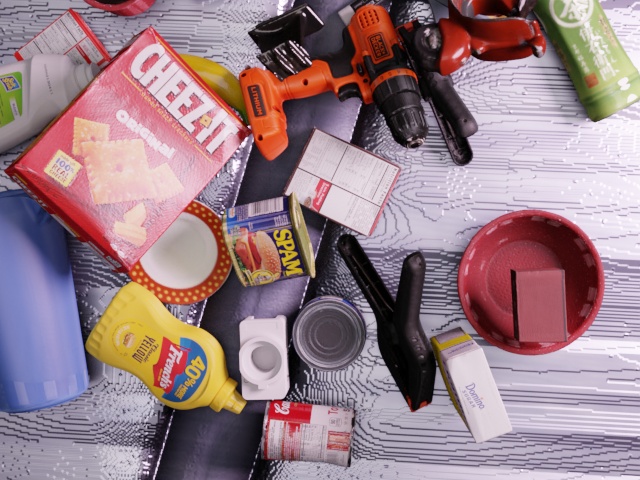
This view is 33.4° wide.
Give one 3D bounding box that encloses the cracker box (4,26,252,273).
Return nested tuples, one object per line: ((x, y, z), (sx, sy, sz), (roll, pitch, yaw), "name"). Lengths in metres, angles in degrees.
((-0.202, -0.096, 1.144), (0.164, 0.072, 0.213), (46, 72, -18), "cracker box")

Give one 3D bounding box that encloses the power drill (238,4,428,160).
((0.014, -0.155, 1.172), (0.188, 0.057, 0.184), (-19, 62, 6), "power drill")

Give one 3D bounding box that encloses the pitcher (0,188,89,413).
((-0.345, 0.066, 1.207), (0.145, 0.149, 0.243), (-12, 95, -12), "pitcher")

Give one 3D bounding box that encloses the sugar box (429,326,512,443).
((0.157, 0.151, 1.144), (0.048, 0.176, 0.093), (-21, 91, 4), "sugar box")

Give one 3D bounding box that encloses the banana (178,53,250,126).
((-0.170, -0.181, 1.222), (0.198, 0.037, 0.069), (10, 91, 3), "banana")

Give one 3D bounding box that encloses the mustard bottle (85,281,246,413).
((-0.168, 0.138, 1.223), (0.191, 0.058, 0.096), (34, 102, 1), "mustard bottle")

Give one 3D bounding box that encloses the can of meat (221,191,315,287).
((-0.058, 0.001, 1.195), (0.084, 0.057, 0.102), (-11, 131, 6), "can of meat")

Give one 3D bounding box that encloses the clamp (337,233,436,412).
((0.082, 0.090, 1.190), (0.036, 0.165, 0.210), (-22, 114, -22), "clamp")

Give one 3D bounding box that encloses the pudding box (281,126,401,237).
((0.024, -0.066, 1.214), (0.113, 0.039, 0.090), (26, 92, 1), "pudding box")

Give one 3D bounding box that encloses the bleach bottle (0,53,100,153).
((-0.361, -0.142, 1.203), (0.251, 0.068, 0.102), (-16, 91, 13), "bleach bottle")

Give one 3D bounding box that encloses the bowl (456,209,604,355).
((0.232, 0.045, 1.196), (0.162, 0.055, 0.162), (0, 92, 4), "bowl")

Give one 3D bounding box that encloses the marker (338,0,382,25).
((0.074, -0.286, 1.211), (0.121, 0.020, 0.020), (-34, 90, 4), "marker")

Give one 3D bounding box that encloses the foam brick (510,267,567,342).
((0.233, 0.069, 1.142), (0.051, 0.053, 0.078), (-3, 91, 3), "foam brick")

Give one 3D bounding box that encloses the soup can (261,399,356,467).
((-0.013, 0.220, 1.212), (0.102, 0.068, 0.068), (6, 92, 3), "soup can")

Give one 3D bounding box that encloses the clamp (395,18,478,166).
((0.129, -0.167, 1.166), (0.039, 0.120, 0.171), (-26, 85, -7), "clamp")

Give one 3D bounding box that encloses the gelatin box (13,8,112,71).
((-0.296, -0.211, 1.233), (0.089, 0.030, 0.073), (-37, 88, 5), "gelatin box")

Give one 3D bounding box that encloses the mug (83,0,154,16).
((-0.236, -0.305, 1.199), (0.117, 0.081, 0.093), (38, 94, 1), "mug")

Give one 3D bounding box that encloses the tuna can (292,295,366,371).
((0.010, 0.107, 1.223), (0.086, 0.033, 0.086), (0, 92, 4), "tuna can")
